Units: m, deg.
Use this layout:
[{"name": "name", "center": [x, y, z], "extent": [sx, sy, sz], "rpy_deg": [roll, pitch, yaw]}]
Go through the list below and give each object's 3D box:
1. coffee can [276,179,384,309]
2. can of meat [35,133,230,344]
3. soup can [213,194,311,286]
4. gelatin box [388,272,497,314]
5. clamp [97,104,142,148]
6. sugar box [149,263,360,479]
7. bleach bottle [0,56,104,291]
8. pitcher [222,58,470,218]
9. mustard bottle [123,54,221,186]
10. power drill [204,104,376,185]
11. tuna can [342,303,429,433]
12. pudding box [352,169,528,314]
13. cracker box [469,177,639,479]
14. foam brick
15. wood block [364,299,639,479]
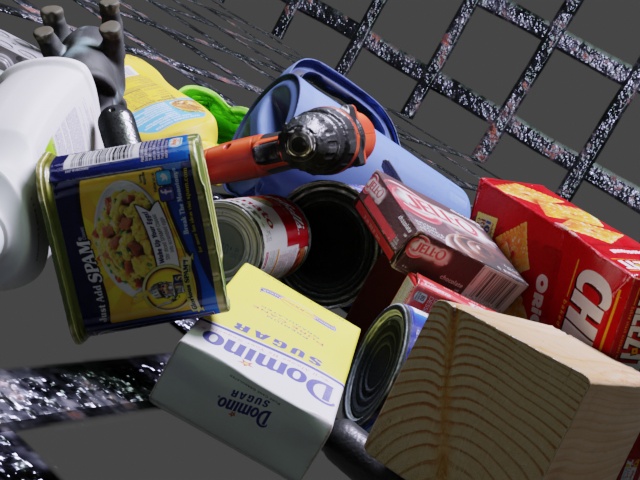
[{"name": "coffee can", "center": [0.032, 0.004, 0.896], "extent": [0.103, 0.103, 0.140], "rpy_deg": [35, 14, 22]}, {"name": "can of meat", "center": [-0.097, -0.003, 0.570], "extent": [0.084, 0.102, 0.057], "rpy_deg": [-10, 17, -2]}, {"name": "soup can", "center": [-0.055, 0.001, 0.797], "extent": [0.068, 0.068, 0.102], "rpy_deg": [32, 14, 14]}, {"name": "gelatin box", "center": [0.074, 0.076, 0.737], "extent": [0.073, 0.089, 0.030], "rpy_deg": [26, 14, -15]}, {"name": "clamp", "center": [-0.110, -0.013, 0.675], "extent": [0.171, 0.039, 0.120], "rpy_deg": [-125, -168, -62]}, {"name": "sugar box", "center": [-0.031, 0.070, 0.630], "extent": [0.093, 0.048, 0.176], "rpy_deg": [29, 11, -1]}, {"name": "bleach bottle", "center": [-0.177, -0.040, 0.621], "extent": [0.068, 0.102, 0.251], "rpy_deg": [-7, 17, -1]}, {"name": "pitcher", "center": [0.034, -0.066, 1.090], "extent": [0.242, 0.149, 0.145], "rpy_deg": [28, 15, -26]}, {"name": "mustard bottle", "center": [-0.152, -0.106, 0.990], "extent": [0.096, 0.058, 0.192], "rpy_deg": [-24, 49, -38]}, {"name": "power drill", "center": [-0.057, -0.063, 0.834], "extent": [0.188, 0.057, 0.184], "rpy_deg": [-9, 3, 15]}, {"name": "tuna can", "center": [0.047, 0.083, 0.659], "extent": [0.033, 0.086, 0.086], "rpy_deg": [24, 13, -14]}, {"name": "pudding box", "center": [0.087, 0.002, 0.785], "extent": [0.113, 0.039, 0.090], "rpy_deg": [28, 20, -32]}, {"name": "cracker box", "center": [0.173, 0.063, 0.805], "extent": [0.072, 0.164, 0.214], "rpy_deg": [6, 19, -22]}, {"name": "foam brick", "center": [0.059, 0.058, 0.802], "extent": [0.051, 0.078, 0.053], "rpy_deg": [17, 18, -39]}, {"name": "wood block", "center": [0.119, 0.099, 0.608], "extent": [0.090, 0.091, 0.205], "rpy_deg": [28, 6, 27]}]
